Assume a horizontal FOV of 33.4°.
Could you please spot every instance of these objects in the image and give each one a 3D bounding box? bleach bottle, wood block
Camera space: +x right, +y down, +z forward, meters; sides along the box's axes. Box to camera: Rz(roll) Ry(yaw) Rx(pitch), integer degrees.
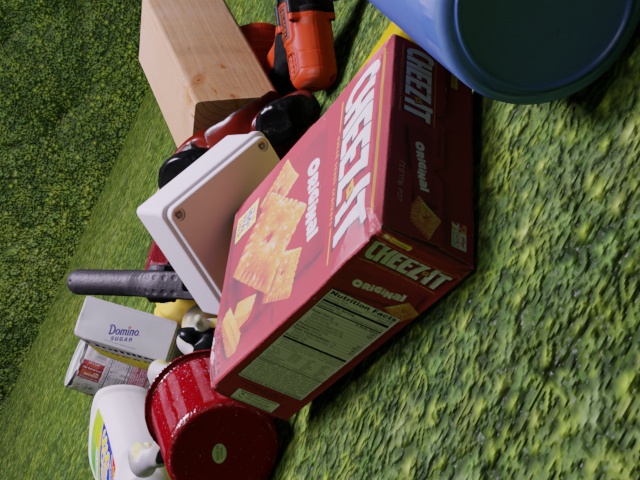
[{"bbox_3d":[-0.174,0.214,1.004,0.251,0.068,0.102,-160,75,-72],"label":"bleach bottle"},{"bbox_3d":[-0.122,-0.173,1.128,0.206,0.090,0.091,-118,30,-41],"label":"wood block"}]

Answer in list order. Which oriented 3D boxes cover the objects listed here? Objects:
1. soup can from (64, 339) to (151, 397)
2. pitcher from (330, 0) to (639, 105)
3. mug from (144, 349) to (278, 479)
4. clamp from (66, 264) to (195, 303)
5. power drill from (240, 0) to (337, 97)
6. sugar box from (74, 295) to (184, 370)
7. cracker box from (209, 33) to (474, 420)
[{"bbox_3d":[-0.228,0.151,1.205,0.069,0.102,0.068,-56,19,31],"label":"soup can"},{"bbox_3d":[0.096,-0.171,0.606,0.243,0.145,0.149,-110,34,-62],"label":"pitcher"},{"bbox_3d":[-0.067,0.131,0.776,0.117,0.093,0.081,-30,22,-5],"label":"mug"},{"bbox_3d":[-0.158,0.040,0.990,0.172,0.120,0.039,-6,90,59],"label":"clamp"},{"bbox_3d":[-0.040,-0.223,1.106,0.188,0.057,0.184,148,117,-69],"label":"power drill"},{"bbox_3d":[-0.185,0.100,1.070,0.176,0.093,0.048,100,-174,-80],"label":"sugar box"},{"bbox_3d":[0.009,-0.004,0.695,0.214,0.072,0.164,-45,29,44],"label":"cracker box"}]
